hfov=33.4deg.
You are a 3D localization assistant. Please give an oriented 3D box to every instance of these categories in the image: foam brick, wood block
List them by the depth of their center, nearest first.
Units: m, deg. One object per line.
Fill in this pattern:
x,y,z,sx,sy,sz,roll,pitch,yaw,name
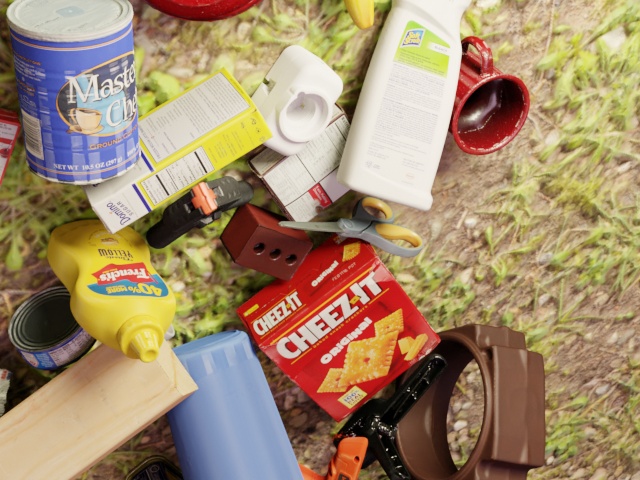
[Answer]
-0.236,0.175,1.062,0.206,0.090,0.091,-36,175,2,wood block
-0.057,0.001,1.134,0.078,0.051,0.053,20,111,-37,foam brick

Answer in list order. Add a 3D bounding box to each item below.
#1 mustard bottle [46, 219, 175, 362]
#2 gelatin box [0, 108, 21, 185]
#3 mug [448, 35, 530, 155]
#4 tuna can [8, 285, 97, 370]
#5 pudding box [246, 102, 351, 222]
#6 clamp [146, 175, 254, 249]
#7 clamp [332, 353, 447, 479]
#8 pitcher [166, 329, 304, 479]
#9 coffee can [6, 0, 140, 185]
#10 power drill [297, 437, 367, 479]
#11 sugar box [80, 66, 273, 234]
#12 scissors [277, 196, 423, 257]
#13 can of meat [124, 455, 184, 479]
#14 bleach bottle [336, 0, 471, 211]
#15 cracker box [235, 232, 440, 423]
-0.189,0.051,1.002,0.096,0.192,0.058,5,119,-32,mustard bottle
-0.315,-0.080,0.949,0.073,0.030,0.089,11,116,-33,gelatin box
0.159,-0.159,1.120,0.093,0.082,0.117,-18,129,-17,mug
-0.262,0.087,1.058,0.086,0.086,0.033,-28,133,-9,tuna can
-0.007,-0.079,1.115,0.113,0.039,0.090,-38,131,-3,pudding box
-0.123,-0.027,1.030,0.120,0.171,0.039,-35,88,0,clamp
0.079,0.222,1.306,0.036,0.210,0.164,32,67,-15,clamp
-0.102,0.228,1.167,0.149,0.145,0.243,-17,92,8,pitcher
-0.210,-0.133,0.920,0.102,0.103,0.140,-13,127,-21,coffee can
-0.043,0.243,1.253,0.188,0.057,0.184,17,113,7,power drill
-0.141,-0.086,0.999,0.176,0.093,0.048,-33,131,-3,sugar box
0.025,-0.025,1.133,0.201,0.096,0.016,15,124,-34,scissors
-0.177,0.319,1.271,0.057,0.084,0.102,-38,132,0,can of meat
0.098,-0.163,1.066,0.102,0.068,0.251,16,97,-15,bleach bottle
0.028,0.101,1.223,0.164,0.072,0.213,-38,139,1,cracker box
